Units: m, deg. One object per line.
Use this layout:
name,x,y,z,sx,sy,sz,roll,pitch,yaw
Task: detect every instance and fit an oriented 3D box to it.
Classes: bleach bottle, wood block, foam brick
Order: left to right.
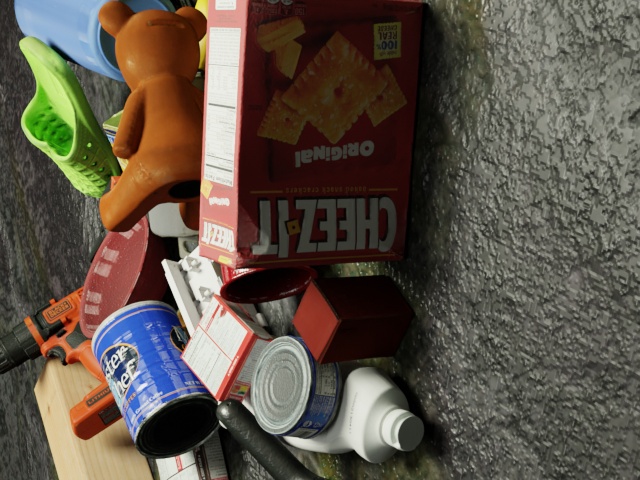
wood block,-0.299,0.255,1.394,0.091,0.090,0.206,-58,47,43
bleach bottle,-0.001,0.150,0.955,0.251,0.067,0.102,10,97,54
foam brick,0.027,0.065,0.891,0.051,0.078,0.053,55,134,39

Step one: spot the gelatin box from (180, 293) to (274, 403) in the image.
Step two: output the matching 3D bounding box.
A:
gelatin box,-0.088,0.102,1.002,0.089,0.030,0.073,38,103,52

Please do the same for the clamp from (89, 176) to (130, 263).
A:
clamp,-0.256,0.000,1.354,0.120,0.039,0.172,50,140,33

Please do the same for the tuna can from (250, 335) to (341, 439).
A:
tuna can,-0.022,0.125,0.907,0.086,0.033,0.086,-20,64,47

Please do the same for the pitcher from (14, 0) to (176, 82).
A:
pitcher,-0.252,-0.268,1.238,0.243,0.144,0.149,31,138,53

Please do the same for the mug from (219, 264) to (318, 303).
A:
mug,-0.056,0.001,0.991,0.117,0.093,0.081,73,-175,-68

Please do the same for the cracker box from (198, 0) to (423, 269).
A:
cracker box,-0.007,-0.089,0.850,0.072,0.163,0.214,18,108,57

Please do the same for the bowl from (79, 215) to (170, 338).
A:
bowl,-0.224,0.047,1.263,0.162,0.055,0.162,-38,40,40

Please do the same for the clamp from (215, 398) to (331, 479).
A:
clamp,-0.004,0.242,0.957,0.210,0.036,0.164,29,147,32

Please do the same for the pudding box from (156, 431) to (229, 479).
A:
pudding box,-0.145,0.267,1.207,0.114,0.039,0.090,-40,61,53

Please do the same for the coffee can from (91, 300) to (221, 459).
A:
coffee can,-0.177,0.149,1.155,0.140,0.102,0.103,56,136,37

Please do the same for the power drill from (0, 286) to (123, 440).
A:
power drill,-0.318,0.158,1.349,0.188,0.184,0.057,50,167,30
